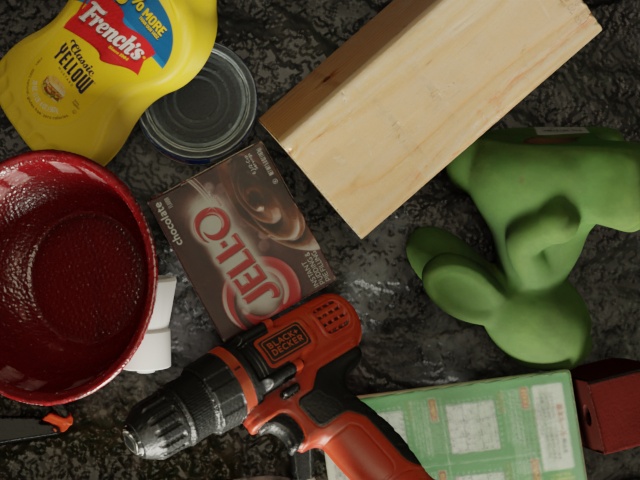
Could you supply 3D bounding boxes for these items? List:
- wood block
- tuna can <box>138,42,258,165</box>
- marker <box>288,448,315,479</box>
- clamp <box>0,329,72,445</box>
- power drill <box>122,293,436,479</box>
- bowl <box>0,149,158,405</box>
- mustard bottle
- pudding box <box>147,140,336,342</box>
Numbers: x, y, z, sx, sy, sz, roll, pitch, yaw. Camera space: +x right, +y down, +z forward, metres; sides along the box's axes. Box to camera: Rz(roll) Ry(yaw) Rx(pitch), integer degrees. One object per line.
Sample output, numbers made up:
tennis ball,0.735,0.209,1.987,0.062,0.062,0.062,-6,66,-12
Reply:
wood block,0.069,-0.110,0.714,0.206,0.091,0.090,-41,109,1
tuna can,-0.086,-0.097,0.745,0.086,0.034,0.086,0,89,-7
marker,-0.009,0.198,0.749,0.020,0.020,0.121,-6,94,-7
clamp,-0.252,0.095,0.718,0.171,0.039,0.120,36,83,-4
power drill,-0.009,0.139,0.687,0.184,0.057,0.188,-29,72,-30
bowl,-0.167,0.024,0.694,0.162,0.055,0.162,-1,87,19
mustard bottle,-0.124,-0.133,0.690,0.192,0.058,0.096,-40,80,21
pudding box,-0.055,0.001,0.744,0.090,0.039,0.113,-29,92,-6
